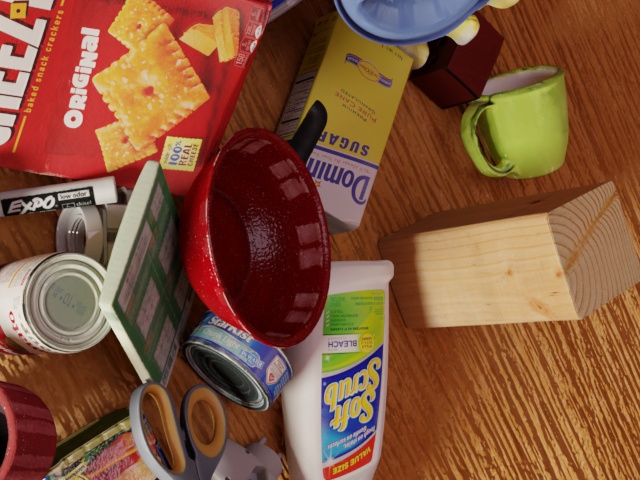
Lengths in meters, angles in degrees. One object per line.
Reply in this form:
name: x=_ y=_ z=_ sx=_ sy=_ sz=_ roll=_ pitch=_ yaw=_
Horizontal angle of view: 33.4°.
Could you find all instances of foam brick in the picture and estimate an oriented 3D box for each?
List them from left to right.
foam brick: x=0.132 y=-0.175 z=1.027 sx=0.051 sy=0.053 sz=0.078 roll=37 pitch=64 yaw=-27

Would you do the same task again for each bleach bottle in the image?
bleach bottle: x=0.016 y=0.143 z=0.897 sx=0.102 sy=0.068 sz=0.251 roll=-1 pitch=87 yaw=-36

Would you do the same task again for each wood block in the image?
wood block: x=0.158 y=0.016 z=0.926 sx=0.090 sy=0.207 sz=0.090 roll=-24 pitch=98 yaw=-35

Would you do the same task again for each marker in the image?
marker: x=-0.204 y=-0.028 z=0.750 sx=0.121 sy=0.020 sz=0.020 roll=-8 pitch=89 yaw=-8

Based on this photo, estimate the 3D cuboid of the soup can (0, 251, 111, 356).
soup can: x=-0.190 y=0.045 z=0.731 sx=0.068 sy=0.102 sz=0.068 roll=5 pitch=81 yaw=-36

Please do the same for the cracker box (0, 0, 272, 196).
cracker box: x=-0.158 y=-0.126 z=0.748 sx=0.213 sy=0.072 sz=0.164 roll=8 pitch=117 yaw=-36

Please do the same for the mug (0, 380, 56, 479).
mug: x=-0.223 y=0.142 z=0.689 sx=0.081 sy=0.093 sz=0.117 roll=52 pitch=38 yaw=-75

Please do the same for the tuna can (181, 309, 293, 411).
tuna can: x=-0.065 y=0.094 z=0.828 sx=0.086 sy=0.086 sz=0.033 roll=49 pitch=60 yaw=-21

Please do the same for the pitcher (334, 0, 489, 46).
pitcher: x=0.039 y=-0.282 z=0.858 sx=0.149 sy=0.145 sz=0.243 roll=59 pitch=10 yaw=-48

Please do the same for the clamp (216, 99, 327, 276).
clamp: x=-0.044 y=-0.034 z=0.857 sx=0.039 sy=0.120 sz=0.171 roll=-27 pitch=108 yaw=-74

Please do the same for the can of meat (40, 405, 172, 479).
can of meat: x=-0.155 y=0.178 z=0.769 sx=0.101 sy=0.058 sz=0.084 roll=-31 pitch=100 yaw=-35

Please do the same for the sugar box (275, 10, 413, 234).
sugar box: x=0.015 y=-0.104 z=0.937 sx=0.093 sy=0.048 sz=0.176 roll=29 pitch=67 yaw=-30

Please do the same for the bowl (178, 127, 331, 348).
bowl: x=-0.055 y=0.001 z=0.783 sx=0.161 sy=0.055 sz=0.162 roll=23 pitch=63 yaw=-56

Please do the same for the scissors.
scissors: x=-0.081 y=0.192 z=0.779 sx=0.096 sy=0.016 sz=0.202 roll=-25 pitch=93 yaw=-54
